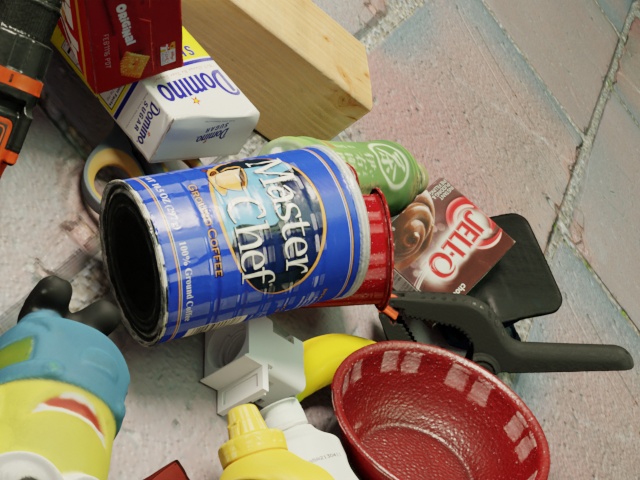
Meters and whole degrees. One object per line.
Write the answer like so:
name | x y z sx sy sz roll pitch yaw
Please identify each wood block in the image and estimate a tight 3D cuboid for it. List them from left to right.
wood block | -0.060 -0.169 0.891 0.205 0.091 0.090 33 37 -34

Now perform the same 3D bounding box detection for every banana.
banana | 0.031 0.108 0.812 0.197 0.037 0.069 13 79 -46

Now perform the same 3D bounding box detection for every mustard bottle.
mustard bottle | -0.019 0.184 0.601 0.058 0.096 0.192 9 54 -47

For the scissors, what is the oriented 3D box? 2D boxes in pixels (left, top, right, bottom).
scissors | -0.150 -0.084 0.745 0.096 0.016 0.202 -23 62 -36

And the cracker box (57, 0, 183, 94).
cracker box | -0.161 -0.223 0.658 0.072 0.164 0.214 -23 64 -18

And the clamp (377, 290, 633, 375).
clamp | 0.141 0.101 0.881 0.210 0.165 0.036 41 10 -7

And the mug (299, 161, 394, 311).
mug | 0.004 -0.003 0.793 0.081 0.093 0.117 -3 85 -9

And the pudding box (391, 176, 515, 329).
pudding box | 0.103 0.009 0.939 0.090 0.039 0.113 42 60 10

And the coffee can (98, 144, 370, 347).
coffee can | -0.054 0.001 0.668 0.140 0.103 0.103 -13 69 -28

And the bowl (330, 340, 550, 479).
bowl | 0.076 0.143 0.749 0.162 0.055 0.162 15 32 -10

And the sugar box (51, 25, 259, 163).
sugar box | -0.129 -0.131 0.752 0.176 0.048 0.093 46 31 21
